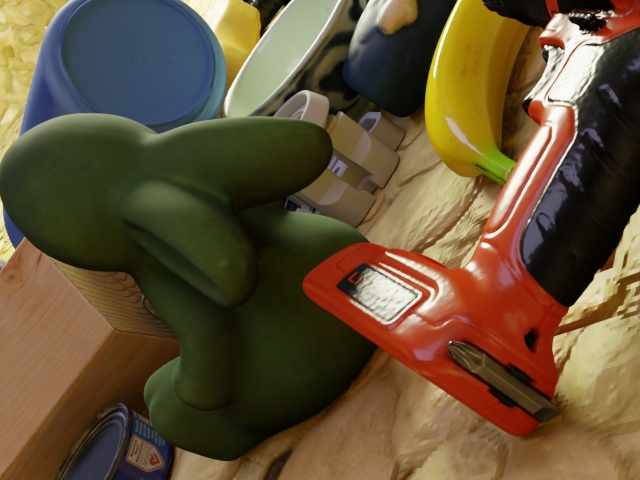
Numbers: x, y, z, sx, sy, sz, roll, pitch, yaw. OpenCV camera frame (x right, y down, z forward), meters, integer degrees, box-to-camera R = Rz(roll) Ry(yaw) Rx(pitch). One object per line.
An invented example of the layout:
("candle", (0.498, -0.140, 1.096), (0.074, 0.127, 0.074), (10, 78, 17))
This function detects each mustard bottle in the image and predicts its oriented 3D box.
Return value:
("mustard bottle", (-0.089, -0.121, 0.870), (0.096, 0.058, 0.191), (-55, 18, 31))

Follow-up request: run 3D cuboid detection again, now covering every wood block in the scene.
("wood block", (-0.185, 0.108, 0.654), (0.091, 0.090, 0.206), (43, 100, 26))

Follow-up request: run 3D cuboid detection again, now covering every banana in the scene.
("banana", (0.091, -0.101, 0.496), (0.070, 0.037, 0.197), (5, 61, 33))

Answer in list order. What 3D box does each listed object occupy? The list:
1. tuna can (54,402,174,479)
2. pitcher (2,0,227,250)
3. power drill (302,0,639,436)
("tuna can", (-0.118, 0.135, 0.589), (0.086, 0.033, 0.086), (-45, 23, 25))
("pitcher", (-0.141, -0.072, 0.715), (0.144, 0.149, 0.243), (-48, 0, -28))
("power drill", (0.073, -0.039, 0.382), (0.187, 0.057, 0.185), (-57, 28, 0))
